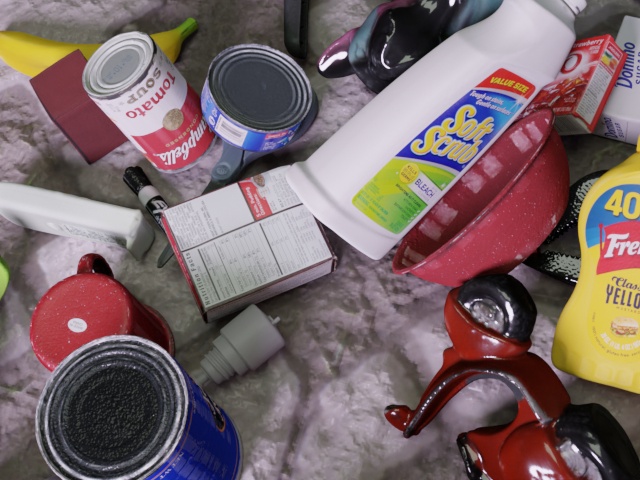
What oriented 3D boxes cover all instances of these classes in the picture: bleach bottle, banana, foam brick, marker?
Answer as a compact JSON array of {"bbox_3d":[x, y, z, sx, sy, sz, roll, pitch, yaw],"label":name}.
[{"bbox_3d":[0.096,-0.102,0.785,0.251,0.102,0.068,-45,46,9],"label":"bleach bottle"},{"bbox_3d":[-0.209,-0.165,0.954,0.198,0.037,0.069,0,38,9],"label":"banana"},{"bbox_3d":[-0.200,-0.112,0.902,0.051,0.078,0.053,-34,63,-3],"label":"foam brick"},{"bbox_3d":[-0.127,-0.018,0.875,0.020,0.020,0.121,-37,64,-6],"label":"marker"}]

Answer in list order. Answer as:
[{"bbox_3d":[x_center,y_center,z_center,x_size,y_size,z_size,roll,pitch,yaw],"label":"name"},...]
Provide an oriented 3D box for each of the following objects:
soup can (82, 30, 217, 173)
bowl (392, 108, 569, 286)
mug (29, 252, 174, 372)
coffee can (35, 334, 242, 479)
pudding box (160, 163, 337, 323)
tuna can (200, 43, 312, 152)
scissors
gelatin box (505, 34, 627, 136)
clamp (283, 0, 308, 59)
[{"bbox_3d":[-0.135,-0.110,0.857,0.069,0.102,0.068,-14,53,20],"label":"soup can"},{"bbox_3d":[0.126,-0.019,0.769,0.055,0.162,0.162,43,78,-7],"label":"bowl"},{"bbox_3d":[-0.168,0.064,0.811,0.093,0.081,0.117,-10,64,7],"label":"mug"},{"bbox_3d":[-0.120,0.136,0.735,0.103,0.140,0.103,-5,65,9],"label":"coffee can"},{"bbox_3d":[-0.055,0.001,0.824,0.113,0.039,0.090,-22,74,-9],"label":"pudding box"},{"bbox_3d":[-0.052,-0.114,0.856,0.086,0.034,0.086,8,59,-15],"label":"tuna can"},{"bbox_3d":[-0.087,-0.069,0.884,0.201,0.016,0.096,-43,60,-15],"label":"scissors"},{"bbox_3d":[0.183,-0.117,0.824,0.089,0.030,0.073,3,61,57],"label":"gelatin box"},{"bbox_3d":[-0.017,-0.235,0.942,0.120,0.039,0.172,-38,59,-12],"label":"clamp"}]
